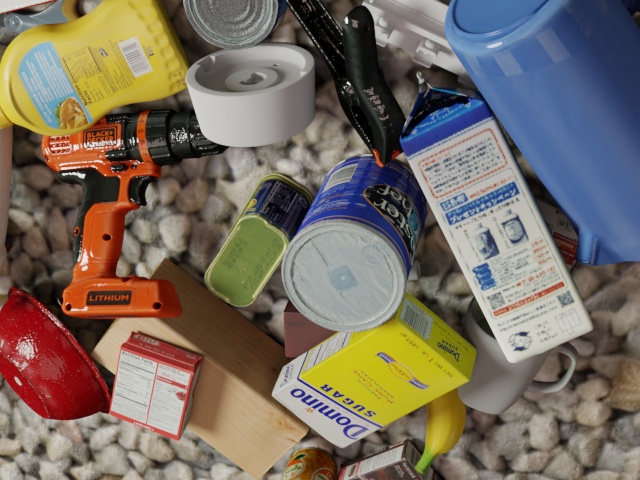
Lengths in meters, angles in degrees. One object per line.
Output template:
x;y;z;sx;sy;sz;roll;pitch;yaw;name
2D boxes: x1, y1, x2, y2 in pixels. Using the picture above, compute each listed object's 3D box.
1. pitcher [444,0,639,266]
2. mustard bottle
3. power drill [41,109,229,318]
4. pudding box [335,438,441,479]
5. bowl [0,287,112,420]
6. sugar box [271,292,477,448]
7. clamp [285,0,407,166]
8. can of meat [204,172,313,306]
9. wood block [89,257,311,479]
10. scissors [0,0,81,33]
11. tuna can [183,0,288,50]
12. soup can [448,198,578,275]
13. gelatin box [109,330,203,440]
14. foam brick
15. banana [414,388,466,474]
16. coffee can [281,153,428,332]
0.202;-0.110;0.784;0.145;0.149;0.242;-24;131;28;pitcher
-0.214;-0.143;0.918;0.191;0.058;0.096;-22;121;3;mustard bottle
-0.163;-0.024;0.956;0.185;0.057;0.187;-4;80;17;power drill
0.083;0.267;1.105;0.090;0.039;0.113;-27;108;26;pudding box
-0.280;0.126;1.066;0.162;0.055;0.162;36;150;25;bowl
0.045;0.121;0.964;0.093;0.048;0.177;40;129;-14;sugar box
0.034;-0.132;0.869;0.039;0.120;0.171;-34;116;-5;clamp
-0.056;0.001;0.973;0.057;0.083;0.102;32;121;-4;can of meat
-0.108;0.125;1.050;0.206;0.090;0.091;38;120;-8;wood block
-0.259;-0.209;0.953;0.201;0.016;0.096;28;119;-1;scissors
-0.071;-0.204;0.896;0.086;0.033;0.086;6;119;11;tuna can
0.170;-0.006;0.920;0.102;0.068;0.069;23;121;1;soup can
-0.154;0.136;0.997;0.073;0.030;0.089;19;121;6;gelatin box
0.008;0.079;1.017;0.078;0.051;0.053;4;117;12;foam brick
0.098;0.128;1.015;0.037;0.069;0.198;10;124;55;banana
0.033;-0.001;0.916;0.103;0.140;0.103;6;119;11;coffee can
